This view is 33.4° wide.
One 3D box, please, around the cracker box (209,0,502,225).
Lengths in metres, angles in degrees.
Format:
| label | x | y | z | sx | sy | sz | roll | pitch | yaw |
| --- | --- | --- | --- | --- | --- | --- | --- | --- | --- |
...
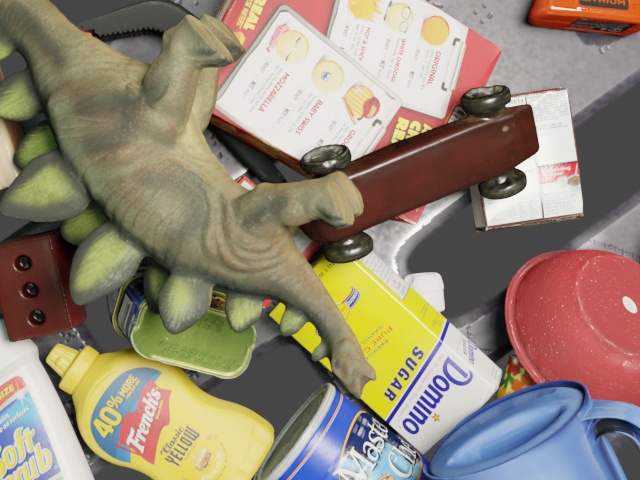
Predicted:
| label | x | y | z | sx | sy | sz | roll | pitch | yaw |
| --- | --- | --- | --- | --- | --- | --- | --- | --- | --- |
| cracker box | 0.013 | -0.133 | 0.856 | 0.213 | 0.072 | 0.164 | 28 | 87 | -18 |

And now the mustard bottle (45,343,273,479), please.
| label | x | y | z | sx | sy | sz | roll | pitch | yaw |
| --- | --- | --- | --- | --- | --- | --- | --- | --- | --- |
| mustard bottle | -0.139 | 0.144 | 0.872 | 0.191 | 0.058 | 0.096 | 34 | 92 | -3 |

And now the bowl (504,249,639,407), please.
| label | x | y | z | sx | sy | sz | roll | pitch | yaw |
| --- | --- | --- | --- | --- | --- | --- | --- | --- | --- |
| bowl | 0.233 | 0.064 | 0.861 | 0.162 | 0.055 | 0.162 | 11 | 55 | -16 |

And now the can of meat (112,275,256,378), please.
| label | x | y | z | sx | sy | sz | roll | pitch | yaw |
| --- | --- | --- | --- | --- | --- | --- | --- | --- | --- |
| can of meat | -0.108 | 0.068 | 0.849 | 0.102 | 0.084 | 0.057 | 17 | 93 | -20 |

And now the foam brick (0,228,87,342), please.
| label | x | y | z | sx | sy | sz | roll | pitch | yaw |
| --- | --- | --- | --- | --- | --- | --- | --- | --- | --- |
| foam brick | -0.223 | 0.035 | 0.842 | 0.053 | 0.051 | 0.078 | -12 | 99 | 2 |

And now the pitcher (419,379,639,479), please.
| label | x | y | z | sx | sy | sz | roll | pitch | yaw |
| --- | --- | --- | --- | --- | --- | --- | --- | --- | --- |
| pitcher | 0.194 | 0.231 | 0.775 | 0.145 | 0.149 | 0.243 | -30 | 95 | -12 |

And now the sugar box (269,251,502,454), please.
| label | x | y | z | sx | sy | sz | roll | pitch | yaw |
| --- | --- | --- | --- | --- | --- | --- | --- | --- | --- |
| sugar box | 0.054 | 0.085 | 0.878 | 0.176 | 0.048 | 0.093 | 43 | 116 | 0 |

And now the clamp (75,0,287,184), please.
| label | x | y | z | sx | sy | sz | roll | pitch | yaw |
| --- | --- | --- | --- | --- | --- | --- | --- | --- | --- |
| clamp | -0.105 | -0.134 | 0.886 | 0.210 | 0.036 | 0.164 | 6 | 89 | -8 |

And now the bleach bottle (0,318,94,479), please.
| label | x | y | z | sx | sy | sz | roll | pitch | yaw |
| --- | --- | --- | --- | --- | --- | --- | --- | --- | --- |
| bleach bottle | -0.251 | 0.167 | 0.863 | 0.102 | 0.068 | 0.251 | -23 | 89 | -4 |

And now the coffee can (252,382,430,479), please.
| label | x | y | z | sx | sy | sz | roll | pitch | yaw |
| --- | --- | --- | --- | --- | --- | --- | --- | --- | --- |
| coffee can | 0.031 | 0.198 | 0.863 | 0.140 | 0.103 | 0.103 | 37 | 87 | -4 |

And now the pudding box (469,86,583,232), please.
| label | x | y | z | sx | sy | sz | roll | pitch | yaw |
| --- | --- | --- | --- | --- | --- | --- | --- | --- | --- |
| pudding box | 0.170 | -0.068 | 0.906 | 0.090 | 0.039 | 0.113 | -8 | 89 | -4 |
